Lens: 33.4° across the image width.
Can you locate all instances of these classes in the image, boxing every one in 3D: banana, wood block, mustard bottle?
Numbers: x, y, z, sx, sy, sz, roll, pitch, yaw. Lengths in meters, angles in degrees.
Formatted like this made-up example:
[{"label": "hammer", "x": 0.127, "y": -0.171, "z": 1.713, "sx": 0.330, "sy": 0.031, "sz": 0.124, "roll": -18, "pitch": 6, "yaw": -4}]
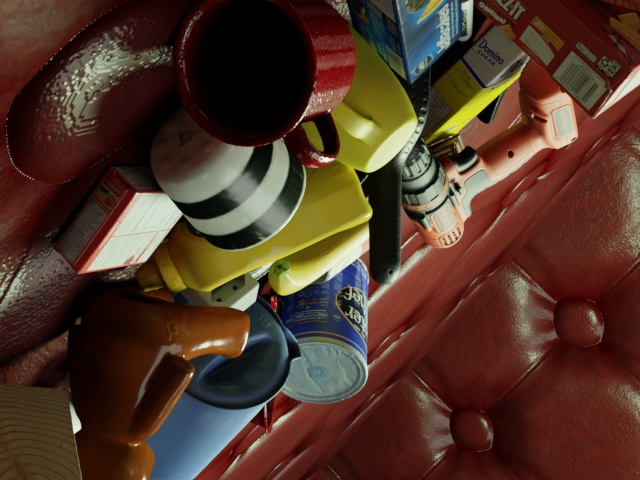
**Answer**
[{"label": "banana", "x": 0.006, "y": 0.009, "z": 1.031, "sx": 0.070, "sy": 0.037, "sz": 0.197, "roll": -31, "pitch": -177, "yaw": 42}, {"label": "wood block", "x": -0.268, "y": 0.207, "z": 0.812, "sx": 0.090, "sy": 0.091, "sz": 0.206, "roll": 13, "pitch": 130, "yaw": -33}, {"label": "mustard bottle", "x": -0.058, "y": -0.007, "z": 0.851, "sx": 0.191, "sy": 0.058, "sz": 0.096, "roll": -25, "pitch": -160, "yaw": 0}]

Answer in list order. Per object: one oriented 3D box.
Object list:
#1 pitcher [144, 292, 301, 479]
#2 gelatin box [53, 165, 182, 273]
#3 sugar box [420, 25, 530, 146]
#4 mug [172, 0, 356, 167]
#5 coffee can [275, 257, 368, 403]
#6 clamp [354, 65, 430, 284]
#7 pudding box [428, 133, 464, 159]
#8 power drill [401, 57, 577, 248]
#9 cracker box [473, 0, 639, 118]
[{"label": "pitcher", "x": -0.139, "y": 0.154, "z": 1.056, "sx": 0.144, "sy": 0.149, "sz": 0.243, "roll": -53, "pitch": 178, "yaw": -41}, {"label": "gelatin box", "x": -0.132, "y": -0.016, "z": 0.736, "sx": 0.073, "sy": 0.030, "sz": 0.089, "roll": -51, "pitch": 166, "yaw": 18}, {"label": "sugar box", "x": 0.158, "y": -0.161, "z": 1.064, "sx": 0.093, "sy": 0.048, "sz": 0.177, "roll": -29, "pitch": 172, "yaw": -47}, {"label": "mug", "x": -0.023, "y": -0.098, "z": 0.643, "sx": 0.093, "sy": 0.117, "sz": 0.081, "roll": -32, "pitch": 178, "yaw": 27}, {"label": "coffee can", "x": 0.000, "y": 0.089, "z": 1.149, "sx": 0.140, "sy": 0.102, "sz": 0.103, "roll": -86, "pitch": -157, "yaw": -46}, {"label": "clamp", "x": 0.052, "y": -0.074, "z": 0.899, "sx": 0.036, "sy": 0.165, "sz": 0.210, "roll": 11, "pitch": 111, "yaw": -28}, {"label": "pudding box", "x": 0.111, "y": -0.077, "z": 1.136, "sx": 0.090, "sy": 0.039, "sz": 0.113, "roll": -22, "pitch": -177, "yaw": 13}, {"label": "power drill", "x": 0.149, "y": -0.089, "z": 1.007, "sx": 0.187, "sy": 0.057, "sz": 0.184, "roll": -37, "pitch": 149, "yaw": -1}, {"label": "cracker box", "x": 0.262, "y": -0.226, "z": 0.985, "sx": 0.213, "sy": 0.164, "sz": 0.072, "roll": -34, "pitch": 165, "yaw": -38}]
